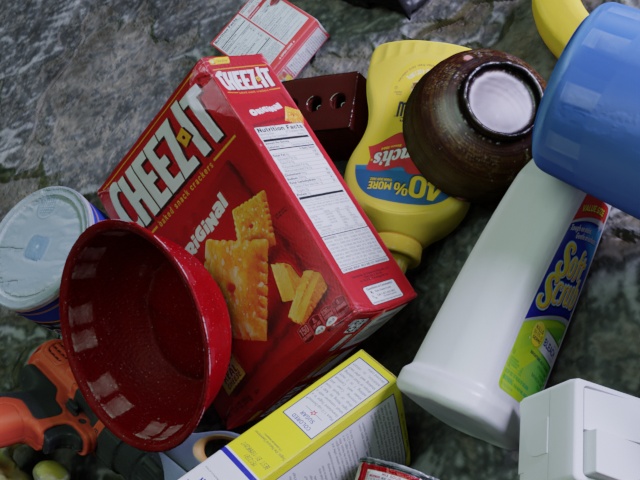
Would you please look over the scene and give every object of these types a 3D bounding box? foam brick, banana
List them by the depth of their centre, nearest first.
[{"bbox_3d":[0.207,-0.149,0.783,0.070,0.037,0.198,-36,52,11],"label":"banana"},{"bbox_3d":[0.006,-0.099,0.869,0.078,0.051,0.053,-3,64,30],"label":"foam brick"}]

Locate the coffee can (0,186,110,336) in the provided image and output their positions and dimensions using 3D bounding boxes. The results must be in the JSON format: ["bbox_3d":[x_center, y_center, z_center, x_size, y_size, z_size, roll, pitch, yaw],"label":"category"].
[{"bbox_3d":[-0.182,0.033,0.855,0.103,0.140,0.103,-14,59,24],"label":"coffee can"}]

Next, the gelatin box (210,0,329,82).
[{"bbox_3d":[-0.046,-0.179,0.957,0.073,0.030,0.089,-50,51,1],"label":"gelatin box"}]

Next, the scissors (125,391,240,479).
[{"bbox_3d":[-0.120,0.156,0.768,0.202,0.016,0.096,17,85,28],"label":"scissors"}]

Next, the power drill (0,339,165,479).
[{"bbox_3d":[-0.213,0.155,0.794,0.185,0.187,0.057,35,121,33],"label":"power drill"}]

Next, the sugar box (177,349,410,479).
[{"bbox_3d":[-0.023,0.155,0.683,0.176,0.093,0.048,-30,44,-21],"label":"sugar box"}]

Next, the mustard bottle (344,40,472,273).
[{"bbox_3d":[0.069,-0.055,0.801,0.096,0.058,0.191,9,70,12],"label":"mustard bottle"}]

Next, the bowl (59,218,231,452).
[{"bbox_3d":[-0.112,0.061,0.738,0.162,0.055,0.162,11,107,41],"label":"bowl"}]

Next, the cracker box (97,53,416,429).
[{"bbox_3d":[-0.055,0.001,0.761,0.164,0.071,0.214,-44,71,37],"label":"cracker box"}]

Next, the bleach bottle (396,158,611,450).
[{"bbox_3d":[0.141,0.005,0.699,0.068,0.102,0.250,17,75,37],"label":"bleach bottle"}]
